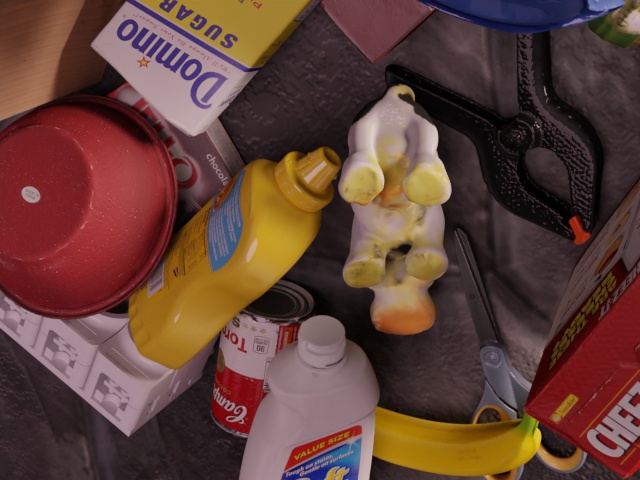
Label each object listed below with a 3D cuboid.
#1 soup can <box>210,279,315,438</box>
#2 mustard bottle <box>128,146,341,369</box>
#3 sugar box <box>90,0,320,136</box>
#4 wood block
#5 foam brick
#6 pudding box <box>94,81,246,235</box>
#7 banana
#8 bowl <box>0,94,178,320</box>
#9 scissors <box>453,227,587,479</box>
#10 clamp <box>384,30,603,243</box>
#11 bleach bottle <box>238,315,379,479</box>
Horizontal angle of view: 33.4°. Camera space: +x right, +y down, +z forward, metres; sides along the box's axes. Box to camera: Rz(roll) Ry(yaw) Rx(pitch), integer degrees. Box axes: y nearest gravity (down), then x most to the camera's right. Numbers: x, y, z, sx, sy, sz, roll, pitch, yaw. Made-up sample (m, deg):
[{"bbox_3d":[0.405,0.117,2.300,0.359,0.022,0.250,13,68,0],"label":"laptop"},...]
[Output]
[{"bbox_3d":[-0.043,0.087,0.793,0.068,0.068,0.102,16,115,14],"label":"soup can"},{"bbox_3d":[-0.054,0.001,0.715,0.058,0.096,0.192,31,126,-26],"label":"mustard bottle"},{"bbox_3d":[-0.059,-0.161,0.699,0.093,0.048,0.176,43,103,0],"label":"sugar box"},{"bbox_3d":[-0.219,-0.140,0.694,0.090,0.205,0.091,28,116,8],"label":"wood block"},{"bbox_3d":[0.043,-0.152,0.666,0.053,0.078,0.051,-40,94,28],"label":"foam brick"},{"bbox_3d":[-0.114,-0.065,0.778,0.090,0.039,0.113,-28,99,26],"label":"pudding box"},{"bbox_3d":[0.081,0.139,0.773,0.198,0.037,0.069,-5,114,37],"label":"banana"},{"bbox_3d":[-0.182,-0.028,0.730,0.162,0.055,0.162,-3,81,17],"label":"bowl"},{"bbox_3d":[0.142,0.089,0.754,0.096,0.016,0.202,5,113,21],"label":"scissors"},{"bbox_3d":[0.133,-0.080,0.682,0.171,0.039,0.120,48,127,-1],"label":"clamp"},{"bbox_3d":[-0.014,0.151,0.754,0.102,0.068,0.251,-7,133,-12],"label":"bleach bottle"}]
